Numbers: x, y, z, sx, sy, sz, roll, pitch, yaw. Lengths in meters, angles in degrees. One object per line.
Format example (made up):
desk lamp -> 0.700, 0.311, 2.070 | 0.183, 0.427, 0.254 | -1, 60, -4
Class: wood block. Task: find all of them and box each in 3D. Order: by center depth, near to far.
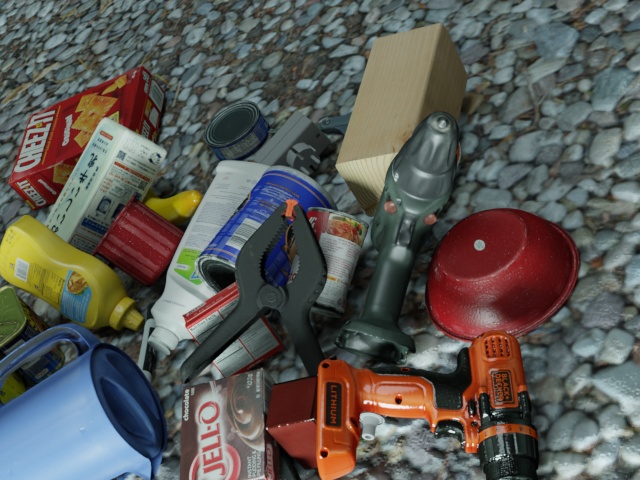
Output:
wood block -> 0.096, -0.136, 1.196 | 0.091, 0.090, 0.206 | -8, 47, 29

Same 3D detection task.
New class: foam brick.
foam brick -> -0.008, 0.171, 1.002 | 0.051, 0.078, 0.053 | -17, 42, 24

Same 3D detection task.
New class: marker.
marker -> -0.198, 0.120, 1.233 | 0.020, 0.020, 0.121 | -18, 42, 19

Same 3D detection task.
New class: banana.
banana -> -0.208, -0.050, 1.377 | 0.037, 0.070, 0.198 | -6, 18, -33

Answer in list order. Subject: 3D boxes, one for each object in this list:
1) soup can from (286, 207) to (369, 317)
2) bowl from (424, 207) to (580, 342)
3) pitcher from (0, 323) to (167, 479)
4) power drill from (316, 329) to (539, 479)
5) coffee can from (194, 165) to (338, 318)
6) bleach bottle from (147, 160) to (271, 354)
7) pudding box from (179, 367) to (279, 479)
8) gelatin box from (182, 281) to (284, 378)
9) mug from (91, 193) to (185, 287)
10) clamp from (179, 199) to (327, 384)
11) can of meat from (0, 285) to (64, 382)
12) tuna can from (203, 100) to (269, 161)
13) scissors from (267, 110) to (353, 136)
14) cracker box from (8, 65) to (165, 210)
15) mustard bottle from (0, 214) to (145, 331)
soup can -> 0.006, 0.024, 1.125 | 0.069, 0.068, 0.102 | 8, 78, 40
bowl -> 0.168, 0.021, 1.048 | 0.162, 0.055, 0.162 | -20, 41, 18
pitcher -> -0.298, 0.209, 1.122 | 0.243, 0.145, 0.149 | -29, 42, 11
power drill -> 0.091, 0.164, 0.917 | 0.187, 0.057, 0.184 | -2, 50, 3
coffee can -> -0.058, 0.001, 1.182 | 0.103, 0.102, 0.140 | 10, 53, 41
bleach bottle -> -0.132, 0.021, 1.254 | 0.103, 0.068, 0.250 | 8, 57, 38
pudding box -> -0.086, 0.185, 1.007 | 0.090, 0.039, 0.113 | -16, 52, 18
gelatin box -> -0.092, 0.095, 1.126 | 0.073, 0.089, 0.030 | -33, 28, 1
mug -> -0.218, 0.002, 1.305 | 0.093, 0.081, 0.117 | -55, 7, 1
clamp -> -0.037, 0.066, 1.068 | 0.165, 0.036, 0.210 | 16, 84, 11
can of meat -> -0.365, 0.116, 1.304 | 0.057, 0.084, 0.102 | -38, 39, -4
tuna can -> -0.112, -0.146, 1.430 | 0.086, 0.033, 0.086 | -20, 42, 18
scissors -> 0.016, -0.134, 1.342 | 0.202, 0.016, 0.096 | -15, 43, 23
cracker box -> -0.342, -0.153, 1.570 | 0.214, 0.072, 0.164 | -19, 41, 19
mustard bottle -> -0.294, 0.053, 1.283 | 0.192, 0.096, 0.058 | 31, 40, 9
